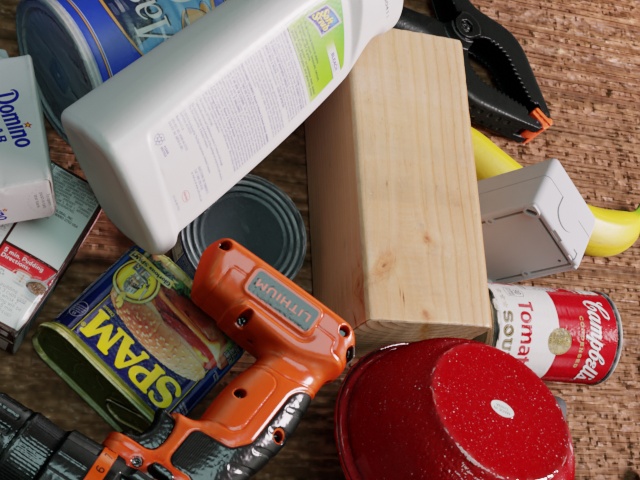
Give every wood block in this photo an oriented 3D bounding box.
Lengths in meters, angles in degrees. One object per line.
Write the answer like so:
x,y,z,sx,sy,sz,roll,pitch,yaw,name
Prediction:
0.048,-0.031,0.726,0.090,0.091,0.206,5,69,-22,wood block

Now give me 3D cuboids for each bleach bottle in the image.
-0.031,-0.105,0.650,0.250,0.102,0.068,-39,51,-21,bleach bottle

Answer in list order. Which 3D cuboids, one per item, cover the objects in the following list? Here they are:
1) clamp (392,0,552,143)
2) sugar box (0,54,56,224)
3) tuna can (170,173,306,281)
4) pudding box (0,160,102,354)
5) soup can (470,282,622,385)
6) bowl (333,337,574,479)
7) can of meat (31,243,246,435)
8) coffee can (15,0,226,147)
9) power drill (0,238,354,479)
0.104,-0.166,0.832,0.210,0.036,0.164,41,54,-8,clamp
-0.243,-0.045,0.600,0.176,0.048,0.093,-9,62,-13,sugar box
-0.055,0.001,0.702,0.086,0.034,0.086,8,68,-21,tuna can
-0.194,-0.003,0.641,0.090,0.039,0.113,30,60,-8,pudding box
0.149,0.065,0.747,0.102,0.069,0.068,6,69,-21,soup can
0.091,0.113,0.622,0.162,0.055,0.162,18,44,-18,bowl
-0.106,0.063,0.644,0.102,0.058,0.083,45,58,-3,can of meat
-0.108,-0.128,0.687,0.140,0.103,0.103,-28,84,-29,coffee can
-0.079,0.090,0.579,0.184,0.057,0.187,37,59,-5,power drill
